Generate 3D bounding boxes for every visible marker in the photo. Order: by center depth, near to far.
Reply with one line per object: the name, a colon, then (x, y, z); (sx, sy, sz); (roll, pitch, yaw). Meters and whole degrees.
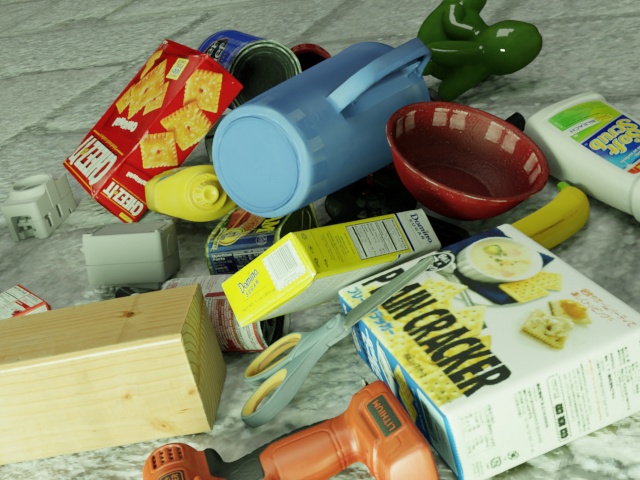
marker: (-0.162, 0.065, 1.019); (0.020, 0.020, 0.121); (-30, 29, -31)

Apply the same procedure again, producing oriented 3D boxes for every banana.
banana: (0.182, -0.004, 0.966); (0.197, 0.037, 0.070); (-27, 11, -28)

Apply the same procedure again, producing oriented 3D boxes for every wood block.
wood block: (-0.191, 0.109, 0.860); (0.206, 0.090, 0.090); (-11, 24, 8)

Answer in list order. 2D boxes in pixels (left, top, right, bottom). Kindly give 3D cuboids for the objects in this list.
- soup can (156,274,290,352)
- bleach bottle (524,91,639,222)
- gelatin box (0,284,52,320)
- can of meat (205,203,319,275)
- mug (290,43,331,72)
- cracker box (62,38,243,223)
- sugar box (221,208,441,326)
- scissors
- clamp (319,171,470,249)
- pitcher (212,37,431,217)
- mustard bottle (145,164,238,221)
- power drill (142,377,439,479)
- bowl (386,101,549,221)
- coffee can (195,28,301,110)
soup can: (-0.085, 0.064, 0.923); (0.102, 0.068, 0.068); (-4, 26, 21)
bleach bottle: (0.298, -0.071, 1.011); (0.102, 0.068, 0.251); (-21, 28, -13)
gelatin box: (-0.317, 0.082, 1.055); (0.089, 0.030, 0.073); (-29, 27, -29)
can of meat: (-0.057, 0.001, 1.055); (0.084, 0.057, 0.102); (-7, 25, 22)
mug: (-0.027, -0.219, 1.477); (0.117, 0.093, 0.081); (-36, 17, 11)
cracker box: (-0.209, -0.139, 1.297); (0.213, 0.072, 0.164); (-51, 31, -2)
sugar box: (0.013, 0.019, 0.883); (0.093, 0.048, 0.175); (-35, -12, 37)
scissors: (0.003, 0.082, 0.798); (0.202, 0.016, 0.096); (-31, 25, 41)
clamp: (0.063, -0.026, 1.068); (0.164, 0.036, 0.210); (-1, 23, 6)
pitcher: (0.008, -0.116, 1.051); (0.145, 0.149, 0.242); (11, 25, 28)
mustard bottle: (-0.131, -0.051, 1.136); (0.096, 0.058, 0.192); (-5, 4, -14)
power drill: (-0.021, 0.166, 0.685); (0.187, 0.057, 0.184); (-18, 25, -8)
bowl: (0.134, -0.068, 1.025); (0.162, 0.055, 0.162); (10, 38, -8)
coffee can: (-0.098, -0.216, 1.386); (0.102, 0.103, 0.140); (-23, 24, -18)
